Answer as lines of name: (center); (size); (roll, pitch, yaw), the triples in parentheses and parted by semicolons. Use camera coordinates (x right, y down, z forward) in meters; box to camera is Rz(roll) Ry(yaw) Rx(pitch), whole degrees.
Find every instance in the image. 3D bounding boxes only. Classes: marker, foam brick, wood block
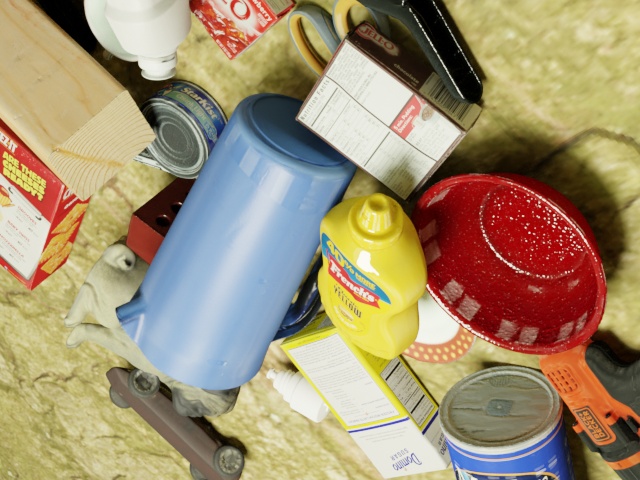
marker: (-0.185, -0.088, 1.042); (0.121, 0.020, 0.020); (18, 134, 29)
foam brick: (-0.140, -0.016, 1.019); (0.053, 0.078, 0.051); (37, 142, 10)
wood block: (-0.254, -0.144, 0.947); (0.206, 0.090, 0.091); (43, 170, 21)

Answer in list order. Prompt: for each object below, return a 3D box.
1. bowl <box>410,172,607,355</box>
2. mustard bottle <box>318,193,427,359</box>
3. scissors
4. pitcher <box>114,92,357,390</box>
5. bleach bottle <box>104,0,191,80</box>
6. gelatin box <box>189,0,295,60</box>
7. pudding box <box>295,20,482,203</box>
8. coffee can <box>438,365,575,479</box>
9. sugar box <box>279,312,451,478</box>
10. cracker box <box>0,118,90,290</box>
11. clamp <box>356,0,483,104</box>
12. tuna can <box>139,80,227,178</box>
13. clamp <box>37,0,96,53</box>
bowl: (0.149, 0.007, 0.806); (0.162, 0.055, 0.162); (23, 136, 24)
mustard bottle: (0.040, 0.019, 0.832); (0.096, 0.058, 0.192); (46, 160, 21)
scissors: (0.055, -0.110, 0.819); (0.202, 0.016, 0.096); (47, 141, -2)
pitcher: (-0.056, 0.001, 0.905); (0.145, 0.149, 0.243); (34, 123, 6)
bleach bottle: (-0.126, -0.240, 0.781); (0.068, 0.102, 0.251); (15, 128, 21)
gelatin box: (-0.073, -0.198, 0.843); (0.089, 0.030, 0.073); (51, 140, -8)
pudding box: (0.049, -0.095, 0.796); (0.113, 0.039, 0.090); (39, 135, 1)
coffee can: (0.165, 0.194, 0.916); (0.103, 0.102, 0.140); (8, 128, 36)
sugar box: (0.049, 0.146, 1.021); (0.094, 0.048, 0.176); (-23, 110, 48)
cracker box: (-0.332, -0.066, 1.148); (0.164, 0.072, 0.214); (41, 140, 5)
clamp: (0.069, -0.182, 0.727); (0.171, 0.039, 0.120); (42, 139, 4)
tuna can: (-0.125, -0.100, 0.969); (0.086, 0.033, 0.086); (23, 136, 24)
clamp: (-0.267, -0.259, 0.930); (0.210, 0.036, 0.164); (51, 170, 11)
